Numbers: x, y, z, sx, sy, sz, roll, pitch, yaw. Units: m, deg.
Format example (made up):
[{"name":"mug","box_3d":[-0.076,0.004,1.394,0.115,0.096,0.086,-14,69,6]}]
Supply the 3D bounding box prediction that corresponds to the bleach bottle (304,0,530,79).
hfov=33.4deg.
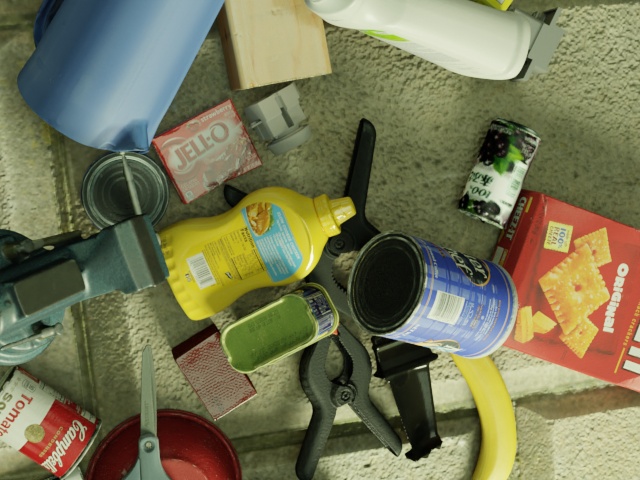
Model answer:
[{"name":"bleach bottle","box_3d":[0.080,-0.209,0.987,0.250,0.103,0.068,9,94,-43]}]

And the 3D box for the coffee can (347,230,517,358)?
[{"name":"coffee can","box_3d":[0.111,0.055,1.052,0.140,0.103,0.103,17,93,-40]}]

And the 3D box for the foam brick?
[{"name":"foam brick","box_3d":[-0.107,0.131,1.068,0.053,0.051,0.078,-32,102,-6]}]

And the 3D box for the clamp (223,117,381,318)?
[{"name":"clamp","box_3d":[0.023,-0.009,1.082,0.164,0.036,0.210,-32,103,3]}]

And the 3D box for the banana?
[{"name":"banana","box_3d":[0.174,0.189,1.141,0.069,0.037,0.198,-7,98,-13]}]

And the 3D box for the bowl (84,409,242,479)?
[{"name":"bowl","box_3d":[-0.155,0.255,1.072,0.162,0.055,0.162,-1,97,-11]}]

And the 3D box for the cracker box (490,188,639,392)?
[{"name":"cracker box","box_3d":[0.284,0.057,1.130,0.213,0.072,0.164,19,93,-14]}]

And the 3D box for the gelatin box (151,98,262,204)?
[{"name":"gelatin box","box_3d":[-0.113,-0.088,1.051,0.089,0.030,0.073,-28,101,-8]}]

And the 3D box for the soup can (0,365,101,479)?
[{"name":"soup can","box_3d":[-0.273,0.175,1.031,0.102,0.068,0.068,37,88,-13]}]

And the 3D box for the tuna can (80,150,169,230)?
[{"name":"tuna can","box_3d":[-0.190,-0.046,1.038,0.086,0.034,0.086,-1,97,-12]}]

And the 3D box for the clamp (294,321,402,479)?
[{"name":"clamp","box_3d":[0.029,0.162,1.108,0.120,0.039,0.171,-3,96,-28]}]

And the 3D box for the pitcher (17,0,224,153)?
[{"name":"pitcher","box_3d":[-0.162,-0.211,0.938,0.149,0.145,0.243,29,114,-14]}]

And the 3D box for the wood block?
[{"name":"wood block","box_3d":[-0.058,-0.252,1.011,0.090,0.091,0.206,-12,99,-10]}]

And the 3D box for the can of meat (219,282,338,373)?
[{"name":"can of meat","box_3d":[-0.041,0.087,1.043,0.102,0.084,0.057,-28,87,12]}]

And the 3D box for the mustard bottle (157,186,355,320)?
[{"name":"mustard bottle","box_3d":[-0.057,0.001,1.033,0.192,0.058,0.096,-22,100,9]}]

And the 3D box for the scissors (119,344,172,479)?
[{"name":"scissors","box_3d":[-0.182,0.207,1.023,0.096,0.016,0.202,-16,99,-9]}]
